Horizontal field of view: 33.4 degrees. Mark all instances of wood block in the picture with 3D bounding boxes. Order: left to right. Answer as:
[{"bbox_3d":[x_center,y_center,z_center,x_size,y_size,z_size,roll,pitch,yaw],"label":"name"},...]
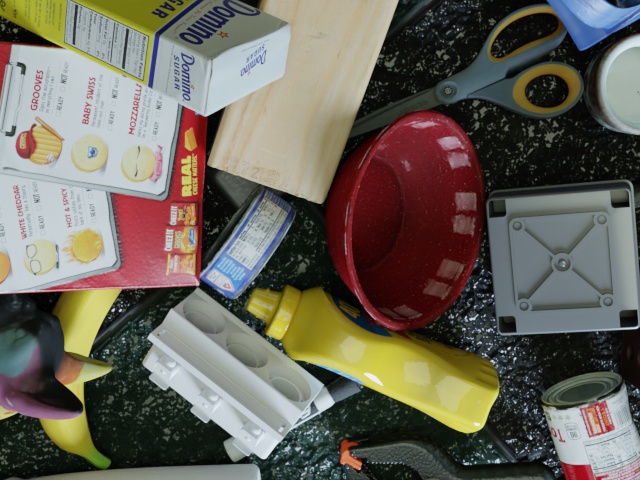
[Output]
[{"bbox_3d":[-0.006,-0.144,0.761,0.090,0.091,0.206,19,105,-7],"label":"wood block"}]

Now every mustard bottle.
[{"bbox_3d":[0.034,0.081,0.804,0.191,0.096,0.058,23,95,-6],"label":"mustard bottle"}]

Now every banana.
[{"bbox_3d":[-0.181,0.080,0.823,0.069,0.037,0.198,7,100,-33],"label":"banana"}]

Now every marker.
[{"bbox_3d":[-0.020,0.138,0.845,0.121,0.020,0.020,-30,97,0],"label":"marker"}]

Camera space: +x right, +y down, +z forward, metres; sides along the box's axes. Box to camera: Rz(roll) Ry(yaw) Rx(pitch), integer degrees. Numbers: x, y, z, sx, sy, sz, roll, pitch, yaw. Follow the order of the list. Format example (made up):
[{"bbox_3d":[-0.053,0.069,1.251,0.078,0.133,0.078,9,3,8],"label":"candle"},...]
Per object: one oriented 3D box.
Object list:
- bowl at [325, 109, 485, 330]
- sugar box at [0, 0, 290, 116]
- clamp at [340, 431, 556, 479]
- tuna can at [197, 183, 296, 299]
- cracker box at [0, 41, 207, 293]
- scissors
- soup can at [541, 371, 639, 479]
[{"bbox_3d":[0.054,-0.017,0.792,0.161,0.055,0.162,-10,104,-45],"label":"bowl"},{"bbox_3d":[-0.116,-0.144,0.692,0.176,0.093,0.048,24,125,21],"label":"sugar box"},{"bbox_3d":[0.091,0.213,0.852,0.171,0.039,0.120,17,91,1],"label":"clamp"},{"bbox_3d":[-0.055,0.001,0.795,0.033,0.086,0.086,36,93,-9],"label":"tuna can"},{"bbox_3d":[-0.186,-0.050,0.726,0.213,0.072,0.164,-1,98,-34],"label":"cracker box"},{"bbox_3d":[0.116,-0.104,0.825,0.202,0.016,0.096,-37,88,1],"label":"scissors"},{"bbox_3d":[0.220,0.163,0.839,0.068,0.068,0.102,-19,97,-2],"label":"soup can"}]
